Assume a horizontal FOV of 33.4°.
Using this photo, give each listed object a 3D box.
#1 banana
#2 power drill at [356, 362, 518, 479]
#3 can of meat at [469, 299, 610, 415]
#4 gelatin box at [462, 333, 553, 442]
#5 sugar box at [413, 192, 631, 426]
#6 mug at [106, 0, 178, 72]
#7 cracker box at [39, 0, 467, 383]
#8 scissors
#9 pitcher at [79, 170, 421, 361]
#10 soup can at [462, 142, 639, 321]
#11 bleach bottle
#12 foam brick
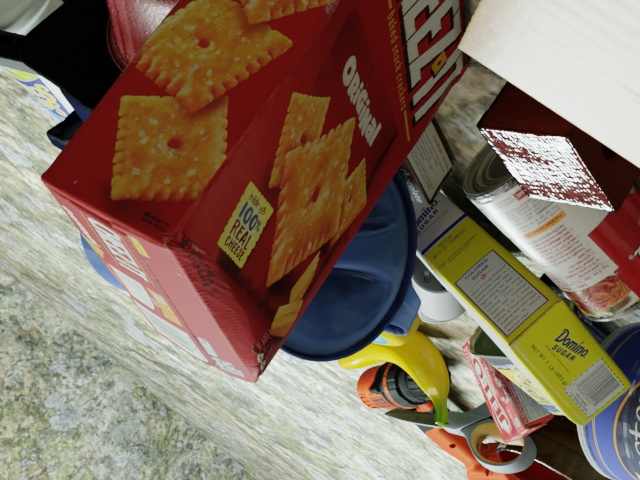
[{"bbox_3d":[0.069,0.113,1.017,0.037,0.069,0.198,23,180,-26],"label":"banana"},{"bbox_3d":[0.137,0.187,1.100,0.187,0.057,0.185,40,162,-7],"label":"power drill"},{"bbox_3d":[0.171,0.084,0.767,0.084,0.057,0.102,39,163,-16],"label":"can of meat"},{"bbox_3d":[0.149,0.113,0.857,0.073,0.030,0.089,100,149,-71],"label":"gelatin box"},{"bbox_3d":[0.112,0.033,0.670,0.093,0.048,0.176,46,-175,-34],"label":"sugar box"},{"bbox_3d":[-0.085,-0.154,0.612,0.081,0.093,0.117,93,158,-64],"label":"mug"},{"bbox_3d":[-0.012,-0.057,0.486,0.072,0.213,0.164,28,161,20],"label":"cracker box"},{"bbox_3d":[0.136,0.151,0.967,0.016,0.096,0.202,44,170,-26],"label":"scissors"},{"bbox_3d":[-0.055,0.001,0.710,0.243,0.144,0.149,8,113,53],"label":"pitcher"},{"bbox_3d":[0.133,-0.015,0.566,0.102,0.068,0.069,43,162,-17],"label":"soup can"},{"bbox_3d":[-0.215,-0.135,0.929,0.103,0.068,0.250,25,162,34],"label":"bleach bottle"},{"bbox_3d":[0.117,-0.060,0.465,0.051,0.078,0.053,14,154,50],"label":"foam brick"}]
